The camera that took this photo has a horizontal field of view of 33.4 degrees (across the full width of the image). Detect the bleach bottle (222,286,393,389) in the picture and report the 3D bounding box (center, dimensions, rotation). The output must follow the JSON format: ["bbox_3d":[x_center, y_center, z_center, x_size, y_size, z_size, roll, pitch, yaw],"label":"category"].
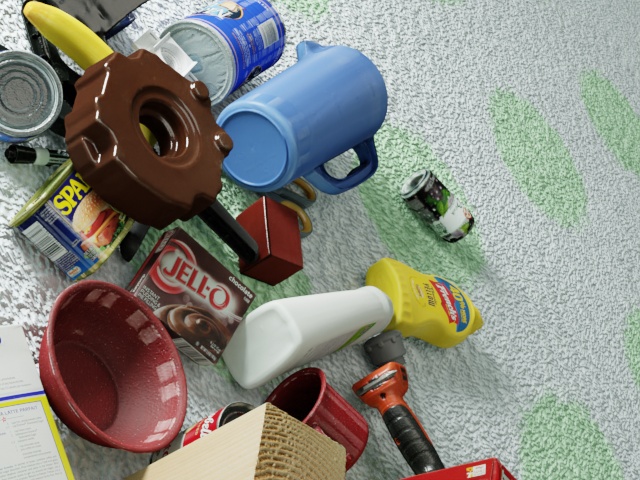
[{"bbox_3d":[0.004,0.096,1.169,0.250,0.103,0.068,-7,63,-59],"label":"bleach bottle"}]

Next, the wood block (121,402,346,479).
[{"bbox_3d":[-0.084,0.221,0.858,0.090,0.206,0.090,35,41,-28],"label":"wood block"}]

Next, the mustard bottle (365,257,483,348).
[{"bbox_3d":[0.142,0.088,1.356,0.191,0.058,0.096,19,45,-41],"label":"mustard bottle"}]

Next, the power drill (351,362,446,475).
[{"bbox_3d":[0.113,0.229,1.183,0.188,0.057,0.184,58,5,16],"label":"power drill"}]

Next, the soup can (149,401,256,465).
[{"bbox_3d":[-0.097,0.194,0.954,0.068,0.102,0.068,29,44,-33],"label":"soup can"}]

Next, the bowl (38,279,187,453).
[{"bbox_3d":[-0.191,0.118,0.931,0.162,0.055,0.162,40,33,-33],"label":"bowl"}]

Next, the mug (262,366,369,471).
[{"bbox_3d":[-0.001,0.192,1.068,0.081,0.093,0.117,45,-5,-24],"label":"mug"}]

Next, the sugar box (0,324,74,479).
[{"bbox_3d":[-0.257,0.157,0.844,0.093,0.048,0.176,-2,62,-51],"label":"sugar box"}]

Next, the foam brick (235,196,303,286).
[{"bbox_3d":[-0.058,0.001,1.191,0.051,0.053,0.078,22,49,-39],"label":"foam brick"}]

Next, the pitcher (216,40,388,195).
[{"bbox_3d":[-0.018,-0.134,1.267,0.149,0.145,0.242,22,30,17],"label":"pitcher"}]

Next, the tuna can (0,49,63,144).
[{"bbox_3d":[-0.288,-0.136,1.008,0.086,0.034,0.086,3,85,-28],"label":"tuna can"}]

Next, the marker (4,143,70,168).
[{"bbox_3d":[-0.256,-0.080,1.049,0.120,0.020,0.020,2,62,-49],"label":"marker"}]

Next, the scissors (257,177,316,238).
[{"bbox_3d":[-0.075,-0.056,1.246,0.201,0.016,0.096,11,55,-45],"label":"scissors"}]

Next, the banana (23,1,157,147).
[{"bbox_3d":[-0.221,-0.168,1.087,0.197,0.037,0.069,52,19,-14],"label":"banana"}]

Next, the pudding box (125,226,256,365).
[{"bbox_3d":[-0.130,0.056,1.050,0.113,0.039,0.090,44,58,-24],"label":"pudding box"}]

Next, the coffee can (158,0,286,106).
[{"bbox_3d":[-0.115,-0.227,1.255,0.103,0.103,0.140,52,36,-7],"label":"coffee can"}]

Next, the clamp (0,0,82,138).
[{"bbox_3d":[-0.274,-0.169,1.081,0.171,0.039,0.120,48,41,-18],"label":"clamp"}]

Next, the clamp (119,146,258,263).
[{"bbox_3d":[-0.165,-0.063,1.128,0.164,0.036,0.210,-6,65,-44],"label":"clamp"}]

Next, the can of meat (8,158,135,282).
[{"bbox_3d":[-0.229,-0.021,1.004,0.084,0.058,0.102,47,36,-17],"label":"can of meat"}]
